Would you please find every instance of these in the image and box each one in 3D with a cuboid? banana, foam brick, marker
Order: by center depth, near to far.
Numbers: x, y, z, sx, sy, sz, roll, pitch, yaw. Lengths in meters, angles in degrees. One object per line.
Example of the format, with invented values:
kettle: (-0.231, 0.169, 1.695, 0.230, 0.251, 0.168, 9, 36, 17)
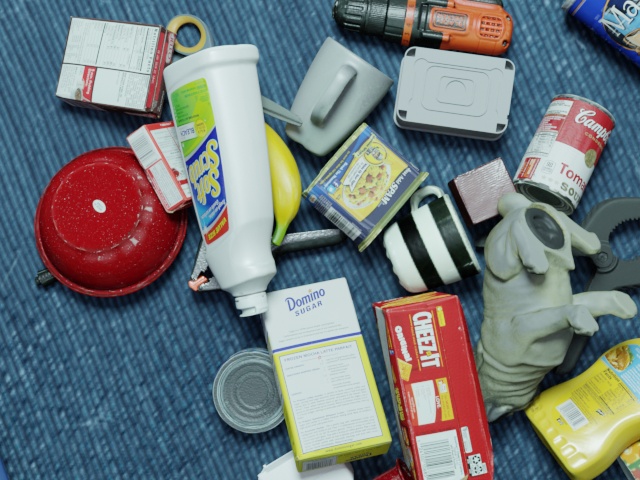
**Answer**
foam brick: (0.162, -0.047, 1.064, 0.053, 0.078, 0.051, -23, 89, 1)
banana: (-0.074, -0.090, 1.074, 0.069, 0.037, 0.198, -35, 69, 0)
marker: (-0.241, 0.018, 1.109, 0.121, 0.020, 0.020, -25, 87, 1)

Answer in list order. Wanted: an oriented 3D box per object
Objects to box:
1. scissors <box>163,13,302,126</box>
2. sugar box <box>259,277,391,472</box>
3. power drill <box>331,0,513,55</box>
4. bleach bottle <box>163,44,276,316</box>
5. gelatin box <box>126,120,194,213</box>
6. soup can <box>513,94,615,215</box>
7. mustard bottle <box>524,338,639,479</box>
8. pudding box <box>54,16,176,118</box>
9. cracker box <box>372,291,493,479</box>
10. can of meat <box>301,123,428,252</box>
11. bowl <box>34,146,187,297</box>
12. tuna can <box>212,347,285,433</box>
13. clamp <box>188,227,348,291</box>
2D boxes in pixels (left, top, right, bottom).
scissors: (-0.096, -0.177, 1.082, 0.202, 0.016, 0.096, 13, 78, 21)
sugar box: (0.002, 0.129, 1.047, 0.093, 0.048, 0.176, -10, 61, -9)
power drill: (0.114, -0.289, 1.086, 0.184, 0.057, 0.188, 9, 91, -1)
bleach bottle: (-0.083, -0.053, 1.022, 0.067, 0.103, 0.251, -13, 92, -40)
gelatin box: (-0.147, -0.076, 1.080, 0.030, 0.073, 0.089, -30, 88, 26)
soup can: (0.240, -0.084, 1.058, 0.068, 0.068, 0.102, 27, 79, 3)
mustard bottle: (0.304, 0.150, 1.049, 0.191, 0.058, 0.096, -34, 43, 0)
pudding box: (-0.209, -0.178, 1.091, 0.114, 0.039, 0.090, 11, 87, 19)
cracker box: (0.101, 0.133, 0.993, 0.072, 0.213, 0.164, -11, 88, 0)
can of meat: (0.043, -0.054, 1.068, 0.084, 0.057, 0.102, 41, 72, 0)
bowl: (-0.218, -0.027, 1.076, 0.162, 0.055, 0.162, -1, 76, 4)
tuna can: (-0.067, 0.153, 1.089, 0.086, 0.034, 0.086, 0, 88, 3)
clamp: (-0.057, 0.001, 1.093, 0.120, 0.039, 0.171, 42, 87, 8)
